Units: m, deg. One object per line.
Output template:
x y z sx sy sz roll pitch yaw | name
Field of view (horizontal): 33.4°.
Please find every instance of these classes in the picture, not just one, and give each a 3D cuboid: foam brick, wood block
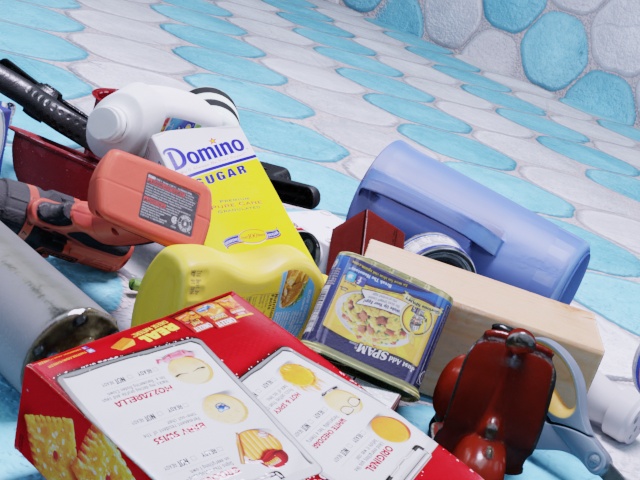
0.042 0.021 1.005 0.053 0.051 0.078 32 48 -28 | foam brick
0.122 0.082 0.907 0.206 0.090 0.090 19 18 3 | wood block

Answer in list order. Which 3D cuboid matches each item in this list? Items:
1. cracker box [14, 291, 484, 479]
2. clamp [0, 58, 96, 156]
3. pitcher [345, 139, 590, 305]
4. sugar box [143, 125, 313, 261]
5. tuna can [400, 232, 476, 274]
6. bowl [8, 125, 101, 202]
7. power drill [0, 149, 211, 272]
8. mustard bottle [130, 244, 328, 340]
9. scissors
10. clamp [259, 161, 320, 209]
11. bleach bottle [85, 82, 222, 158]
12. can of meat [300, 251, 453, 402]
-0.042 0.128 0.604 0.214 0.072 0.163 34 33 30 | cracker box
-0.285 -0.142 1.061 0.171 0.039 0.120 32 10 13 | clamp
0.152 -0.002 1.123 0.243 0.145 0.149 27 40 20 | pitcher
-0.083 -0.025 0.938 0.093 0.048 0.176 -10 56 -30 | sugar box
0.107 0.038 1.033 0.086 0.086 0.034 10 21 -22 | tuna can
-0.225 -0.052 1.002 0.162 0.055 0.162 24 1 -1 | bowl
-0.190 -0.025 0.833 0.184 0.057 0.188 20 -18 -40 | power drill
-0.051 0.049 0.834 0.191 0.096 0.058 -1 29 -44 | mustard bottle
0.191 0.169 0.806 0.016 0.096 0.202 11 48 -46 | scissors
-0.091 -0.063 1.205 0.164 0.036 0.210 -2 13 -6 | clamp
-0.170 -0.103 1.035 0.068 0.102 0.250 40 10 5 | bleach bottle
0.042 0.065 0.819 0.102 0.084 0.057 24 -14 -3 | can of meat
